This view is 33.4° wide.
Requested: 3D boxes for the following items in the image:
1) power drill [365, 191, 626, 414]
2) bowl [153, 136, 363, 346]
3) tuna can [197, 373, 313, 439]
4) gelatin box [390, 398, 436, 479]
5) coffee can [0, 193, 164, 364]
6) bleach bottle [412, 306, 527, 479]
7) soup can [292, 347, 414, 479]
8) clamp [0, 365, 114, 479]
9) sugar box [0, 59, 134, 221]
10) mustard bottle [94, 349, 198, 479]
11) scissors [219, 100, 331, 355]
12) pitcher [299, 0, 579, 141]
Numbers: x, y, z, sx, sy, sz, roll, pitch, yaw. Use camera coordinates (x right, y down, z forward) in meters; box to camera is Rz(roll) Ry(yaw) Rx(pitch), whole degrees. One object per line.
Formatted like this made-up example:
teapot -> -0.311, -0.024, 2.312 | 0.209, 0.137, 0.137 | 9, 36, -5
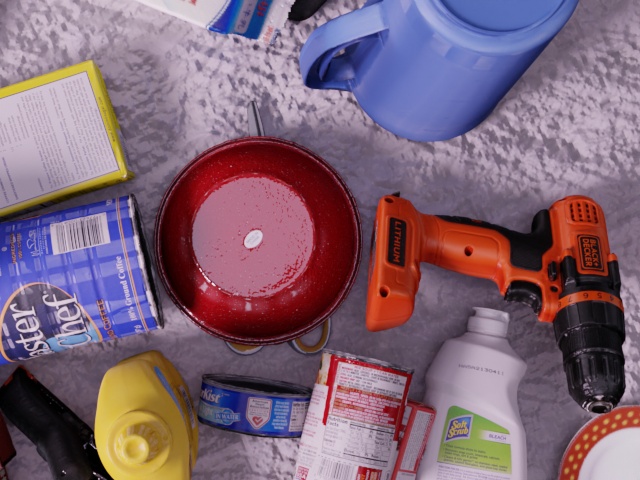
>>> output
power drill -> 0.129, 0.038, 0.787 | 0.187, 0.057, 0.184 | 7, 50, -3
bowl -> -0.048, -0.002, 0.792 | 0.162, 0.055, 0.162 | 0, 86, 2
tuna can -> -0.048, 0.122, 0.789 | 0.086, 0.086, 0.034 | 8, 88, -4
gelatin box -> 0.041, 0.157, 0.802 | 0.030, 0.073, 0.089 | 21, 84, -45
coffee can -> -0.193, 0.030, 0.772 | 0.140, 0.103, 0.103 | -13, 89, -6
bleach bottle -> 0.118, 0.178, 0.813 | 0.102, 0.068, 0.251 | 11, 84, -8
soup can -> 0.023, 0.133, 0.756 | 0.068, 0.068, 0.102 | 14, 83, -4
clamp -> -0.175, 0.152, 0.767 | 0.039, 0.172, 0.120 | -43, 133, -9
sugar box -> -0.238, -0.063, 0.802 | 0.176, 0.048, 0.093 | -18, 89, -2
mustard bottle -> -0.117, 0.128, 0.729 | 0.058, 0.192, 0.096 | -16, 89, -6
scissors -> -0.055, 0.001, 0.828 | 0.096, 0.016, 0.202 | -23, 89, -5
pitcher -> 0.083, -0.150, 0.732 | 0.145, 0.243, 0.149 | 35, 84, -1
